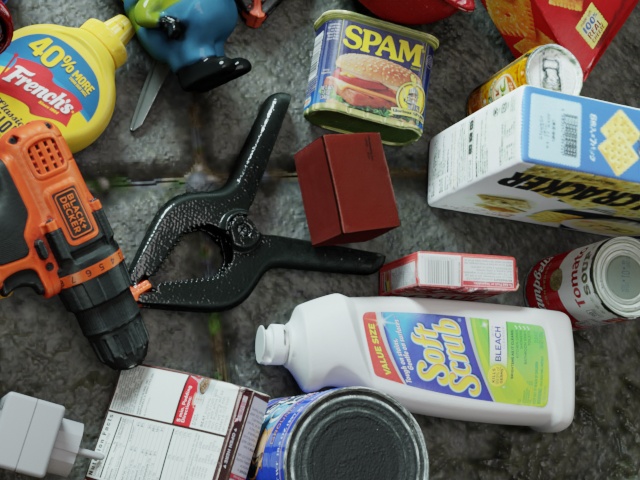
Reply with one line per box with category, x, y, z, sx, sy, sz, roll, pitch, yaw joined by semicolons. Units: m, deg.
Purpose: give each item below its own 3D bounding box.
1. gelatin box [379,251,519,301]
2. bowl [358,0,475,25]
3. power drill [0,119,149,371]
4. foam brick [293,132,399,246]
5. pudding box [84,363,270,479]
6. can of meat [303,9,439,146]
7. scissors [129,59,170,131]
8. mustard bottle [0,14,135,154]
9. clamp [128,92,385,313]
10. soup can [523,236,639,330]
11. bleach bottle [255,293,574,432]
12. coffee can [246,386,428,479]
gelatin box;0.102;0.031;0.853;0.089;0.073;0.030;4;79;-20
bowl;0.051;-0.228;0.870;0.162;0.055;0.162;36;27;-22
power drill;-0.217;0.034;0.699;0.187;0.057;0.184;-29;102;-31
foam brick;0.020;-0.038;0.818;0.052;0.051;0.078;-6;79;-29
pudding box;-0.100;0.137;0.741;0.039;0.114;0.090;37;64;-53
can of meat;0.040;-0.131;0.872;0.102;0.058;0.084;13;78;-17
scissors;-0.087;-0.177;0.834;0.096;0.016;0.202;7;82;2
mustard bottle;-0.207;-0.100;0.774;0.096;0.058;0.191;44;68;-2
clamp;-0.055;0.001;0.821;0.209;0.036;0.164;-39;93;-26
soup can;0.223;0.038;0.880;0.068;0.102;0.068;4;78;-20
bleach bottle;0.073;0.096;0.837;0.250;0.068;0.102;4;80;-17
coffee can;0.000;0.158;0.753;0.102;0.140;0.103;4;78;-19
